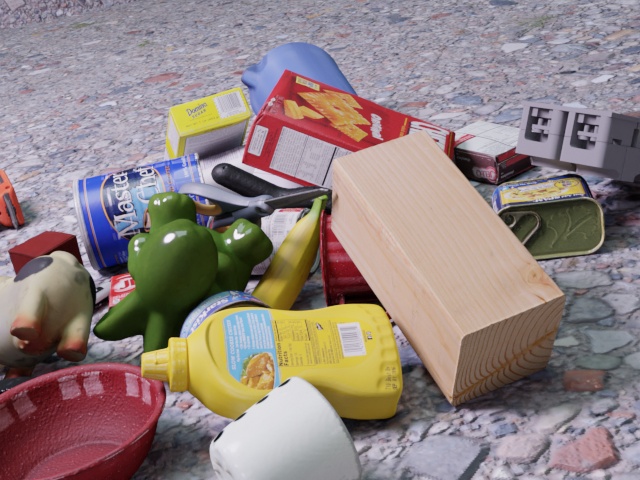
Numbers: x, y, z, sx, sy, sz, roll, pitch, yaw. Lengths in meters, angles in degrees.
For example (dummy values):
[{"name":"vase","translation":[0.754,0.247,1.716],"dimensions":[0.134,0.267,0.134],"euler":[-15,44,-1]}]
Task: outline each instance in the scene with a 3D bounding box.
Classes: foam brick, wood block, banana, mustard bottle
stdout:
[{"name":"foam brick","translation":[-0.275,0.036,1.093],"dimensions":[0.051,0.078,0.052],"euler":[11,32,39]},{"name":"wood block","translation":[0.094,0.016,0.853],"dimensions":[0.090,0.090,0.206],"euler":[-19,49,-18]},{"name":"banana","translation":[-0.044,0.042,0.978],"dimensions":[0.037,0.069,0.197],"euler":[15,52,19]},{"name":"mustard bottle","translation":[-0.039,0.093,0.812],"dimensions":[0.191,0.058,0.096],"euler":[0,44,-11]}]

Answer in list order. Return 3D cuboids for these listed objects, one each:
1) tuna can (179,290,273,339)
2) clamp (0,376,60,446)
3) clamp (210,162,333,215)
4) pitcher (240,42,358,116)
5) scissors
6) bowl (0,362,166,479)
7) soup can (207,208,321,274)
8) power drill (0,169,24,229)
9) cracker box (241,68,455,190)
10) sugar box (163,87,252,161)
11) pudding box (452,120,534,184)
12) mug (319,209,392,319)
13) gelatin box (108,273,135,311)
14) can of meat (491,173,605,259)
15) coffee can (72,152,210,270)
[{"name":"tuna can","translation":[-0.072,0.085,0.874],"dimensions":[0.086,0.086,0.034],"euler":[-21,23,-22]},{"name":"clamp","translation":[-0.294,0.157,0.871],"dimensions":[0.210,0.036,0.164],"euler":[-12,22,-7]},{"name":"clamp","translation":[-0.030,-0.025,1.131],"dimensions":[0.171,0.120,0.039],"euler":[15,64,11]},{"name":"pitcher","translation":[0.001,-0.162,1.384],"dimensions":[0.149,0.145,0.243],"euler":[-25,28,-2]},{"name":"scissors","translation":[-0.070,-0.039,0.966],"dimensions":[0.202,0.096,0.016],"euler":[-32,31,63]},{"name":"bowl","translation":[-0.189,0.156,0.803],"dimensions":[0.162,0.055,0.162],"euler":[-10,23,4]},{"name":"soup can","translation":[-0.057,0.001,1.084],"dimensions":[0.102,0.068,0.068],"euler":[-1,25,21]},{"name":"power drill","translation":[-0.488,-0.032,1.379],"dimensions":[0.187,0.057,0.185],"euler":[-22,29,-17]},{"name":"cracker box","translation":[0.037,-0.105,1.168],"dimensions":[0.213,0.072,0.164],"euler":[20,26,0]},{"name":"sugar box","translation":[-0.144,-0.124,1.327],"dimensions":[0.093,0.048,0.176],"euler":[-18,-11,-17]},{"name":"pudding box","translation":[0.196,-0.105,1.254],"dimensions":[0.089,0.039,0.114],"euler":[-24,28,-31]},{"name":"mug","translation":[0.045,0.025,0.973],"dimensions":[0.081,0.093,0.117],"euler":[-4,54,6]},{"name":"gelatin box","translation":[-0.165,0.052,1.065],"dimensions":[0.089,0.030,0.073],"euler":[-12,23,-3]},{"name":"can of meat","translation":[0.217,-0.024,1.033],"dimensions":[0.102,0.057,0.084],"euler":[-7,21,9]},{"name":"coffee can","translation":[-0.193,-0.032,1.180],"dimensions":[0.140,0.103,0.103],"euler":[-13,23,-5]}]
